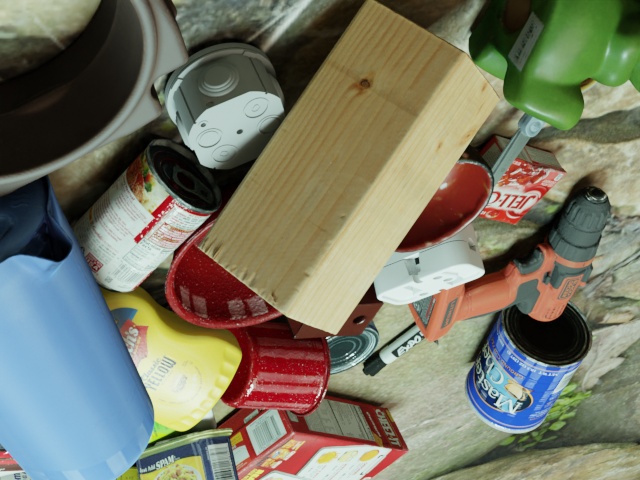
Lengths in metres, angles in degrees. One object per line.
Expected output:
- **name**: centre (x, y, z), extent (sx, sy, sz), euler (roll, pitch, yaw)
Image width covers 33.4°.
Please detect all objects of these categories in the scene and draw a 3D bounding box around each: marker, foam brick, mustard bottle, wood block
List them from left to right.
- **mustard bottle**: centre (-0.165, 0.084, 0.883), extent (0.191, 0.058, 0.096), euler (31, 104, -30)
- **foam brick**: centre (0.009, 0.055, 0.989), extent (0.078, 0.051, 0.053), euler (-1, 140, -32)
- **wood block**: centre (0.021, -0.048, 0.742), extent (0.206, 0.091, 0.090), euler (-55, 153, 3)
- **marker**: centre (0.092, 0.108, 1.144), extent (0.121, 0.020, 0.020), euler (-39, 144, 20)

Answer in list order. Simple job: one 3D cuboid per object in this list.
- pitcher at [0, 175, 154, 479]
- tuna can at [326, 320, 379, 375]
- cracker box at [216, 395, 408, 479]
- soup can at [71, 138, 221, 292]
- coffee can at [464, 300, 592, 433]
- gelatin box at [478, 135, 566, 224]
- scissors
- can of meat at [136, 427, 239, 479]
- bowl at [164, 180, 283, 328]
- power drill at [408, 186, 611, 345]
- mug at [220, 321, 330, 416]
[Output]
- **pitcher**: centre (-0.214, 0.067, 0.750), extent (0.145, 0.149, 0.243), euler (-26, 132, -9)
- **tuna can**: centre (0.015, 0.099, 1.069), extent (0.086, 0.034, 0.086), euler (-17, 146, -12)
- **cracker box**: centre (-0.030, 0.243, 1.205), extent (0.164, 0.072, 0.213), euler (-41, 144, 23)
- **soup can**: centre (-0.131, -0.017, 0.786), extent (0.102, 0.068, 0.068), euler (-42, 143, 24)
- **coffee can**: centre (0.231, 0.137, 1.197), extent (0.102, 0.103, 0.140), euler (-10, 144, -21)
- **gelatin box**: centre (0.167, -0.052, 0.963), extent (0.089, 0.030, 0.073), euler (11, 133, -41)
- **scissors**: centre (0.168, -0.110, 0.871), extent (0.202, 0.016, 0.096), euler (-45, 136, 11)
- **can of meat**: centre (-0.123, 0.230, 1.007), extent (0.102, 0.084, 0.057), euler (-23, 163, 31)
- **bowl**: centre (-0.056, 0.001, 0.867), extent (0.162, 0.055, 0.162), euler (-18, 144, -13)
- **power drill**: centre (0.189, 0.028, 1.063), extent (0.187, 0.057, 0.184), euler (-10, 140, -19)
- **mug**: centre (-0.056, 0.119, 1.015), extent (0.081, 0.093, 0.117), euler (8, 171, -33)
